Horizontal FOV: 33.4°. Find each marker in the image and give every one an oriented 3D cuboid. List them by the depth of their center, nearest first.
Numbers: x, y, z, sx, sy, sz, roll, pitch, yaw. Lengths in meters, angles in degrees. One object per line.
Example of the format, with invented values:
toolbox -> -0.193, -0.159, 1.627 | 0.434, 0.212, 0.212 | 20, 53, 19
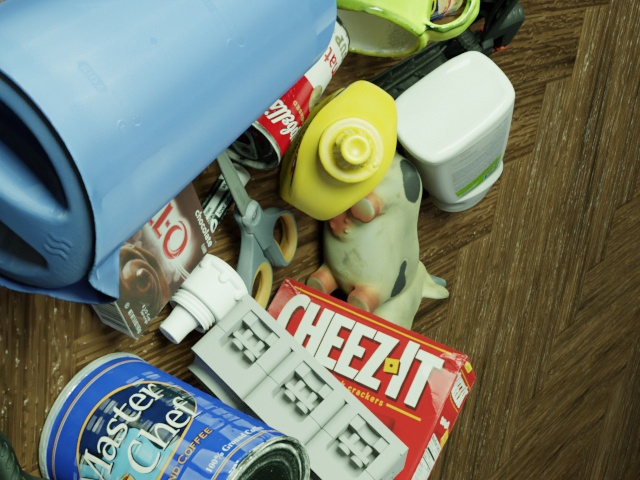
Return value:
marker -> -0.086, -0.001, 0.729 | 0.121, 0.020, 0.020 | -59, 149, -21

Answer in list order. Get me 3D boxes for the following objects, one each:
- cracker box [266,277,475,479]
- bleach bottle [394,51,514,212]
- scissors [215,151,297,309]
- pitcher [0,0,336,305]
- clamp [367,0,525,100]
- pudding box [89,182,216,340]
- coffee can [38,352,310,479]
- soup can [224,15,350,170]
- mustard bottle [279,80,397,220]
cracker box -> -0.001, 0.157, 0.815 | 0.213, 0.164, 0.072 | -62, 159, -15
bleach bottle -> 0.120, -0.075, 0.960 | 0.102, 0.068, 0.251 | -37, 163, -4
scissors -> -0.055, 0.001, 0.748 | 0.201, 0.016, 0.096 | 38, 69, -71
pitcher -> -0.099, -0.097, 0.554 | 0.242, 0.145, 0.149 | -46, 155, -43
clamp -> 0.119, -0.168, 0.924 | 0.165, 0.036, 0.209 | -36, 176, 18
pudding box -> -0.116, -0.010, 0.652 | 0.090, 0.039, 0.113 | -53, 147, -30
coffee can -> -0.093, 0.143, 0.675 | 0.102, 0.140, 0.103 | -34, 135, -43
soup can -> -0.032, -0.107, 0.708 | 0.102, 0.069, 0.068 | -59, 149, -21
mustard bottle -> 0.013, -0.060, 0.723 | 0.096, 0.058, 0.192 | -58, -173, 1
